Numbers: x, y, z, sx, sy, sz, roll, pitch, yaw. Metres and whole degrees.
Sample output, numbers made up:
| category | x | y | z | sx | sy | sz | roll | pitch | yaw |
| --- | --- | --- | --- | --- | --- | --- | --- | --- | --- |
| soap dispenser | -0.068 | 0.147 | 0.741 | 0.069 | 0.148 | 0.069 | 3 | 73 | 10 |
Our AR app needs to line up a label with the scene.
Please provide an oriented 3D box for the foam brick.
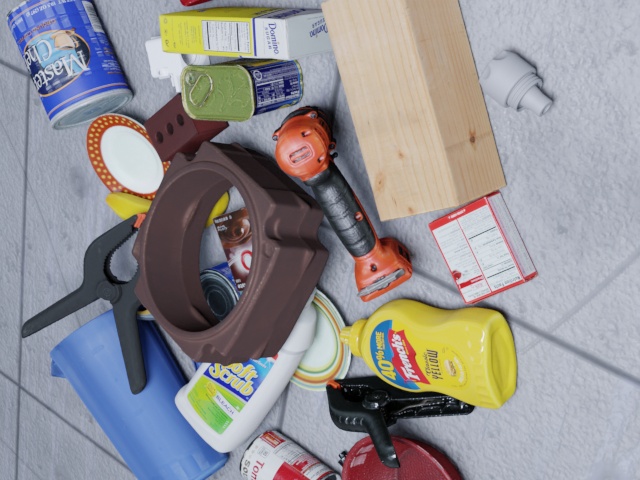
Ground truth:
| category | x | y | z | sx | sy | sz | roll | pitch | yaw |
| --- | --- | --- | --- | --- | --- | --- | --- | --- | --- |
| foam brick | -0.152 | -0.130 | 1.205 | 0.078 | 0.051 | 0.053 | -32 | 83 | 43 |

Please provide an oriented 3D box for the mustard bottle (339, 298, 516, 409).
| category | x | y | z | sx | sy | sz | roll | pitch | yaw |
| --- | --- | --- | --- | --- | --- | --- | --- | --- | --- |
| mustard bottle | 0.099 | 0.107 | 1.066 | 0.192 | 0.058 | 0.096 | 6 | 120 | 40 |

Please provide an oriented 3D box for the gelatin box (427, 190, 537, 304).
| category | x | y | z | sx | sy | sz | roll | pitch | yaw |
| --- | --- | --- | --- | --- | --- | --- | --- | --- | --- |
| gelatin box | 0.153 | 0.008 | 1.004 | 0.073 | 0.030 | 0.089 | -28 | 86 | 42 |

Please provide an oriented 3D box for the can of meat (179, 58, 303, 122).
| category | x | y | z | sx | sy | sz | roll | pitch | yaw |
| --- | --- | --- | --- | --- | --- | --- | --- | --- | --- |
| can of meat | -0.081 | -0.160 | 1.110 | 0.102 | 0.083 | 0.057 | 8 | 110 | 39 |

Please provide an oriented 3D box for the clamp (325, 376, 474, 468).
| category | x | y | z | sx | sy | sz | roll | pitch | yaw |
| --- | --- | --- | --- | --- | --- | --- | --- | --- | --- |
| clamp | 0.059 | 0.180 | 1.092 | 0.172 | 0.120 | 0.039 | 2 | 112 | 45 |

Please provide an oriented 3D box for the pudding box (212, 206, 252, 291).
| category | x | y | z | sx | sy | sz | roll | pitch | yaw |
| --- | --- | --- | --- | --- | --- | --- | --- | --- | --- |
| pudding box | -0.058 | 0.001 | 1.178 | 0.114 | 0.039 | 0.090 | -16 | 94 | 43 |

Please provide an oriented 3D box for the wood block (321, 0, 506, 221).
| category | x | y | z | sx | sy | sz | roll | pitch | yaw |
| --- | --- | --- | --- | --- | --- | --- | --- | --- | --- |
| wood block | 0.086 | -0.132 | 0.970 | 0.090 | 0.090 | 0.206 | -11 | 98 | 42 |

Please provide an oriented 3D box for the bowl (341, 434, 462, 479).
| category | x | y | z | sx | sy | sz | roll | pitch | yaw |
| --- | --- | --- | --- | --- | --- | --- | --- | --- | --- |
| bowl | 0.100 | 0.270 | 1.125 | 0.162 | 0.055 | 0.162 | 16 | 115 | 37 |

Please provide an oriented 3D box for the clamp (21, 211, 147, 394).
| category | x | y | z | sx | sy | sz | roll | pitch | yaw |
| --- | --- | --- | --- | --- | --- | --- | --- | --- | --- |
| clamp | -0.238 | 0.068 | 1.256 | 0.164 | 0.036 | 0.210 | 32 | 99 | 4 |

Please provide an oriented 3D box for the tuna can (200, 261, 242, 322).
| category | x | y | z | sx | sy | sz | roll | pitch | yaw |
| --- | --- | --- | --- | --- | --- | --- | --- | --- | --- |
| tuna can | -0.112 | 0.070 | 1.253 | 0.086 | 0.033 | 0.086 | 15 | 115 | 37 |

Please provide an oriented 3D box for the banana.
| category | x | y | z | sx | sy | sz | roll | pitch | yaw |
| --- | --- | --- | --- | --- | --- | --- | --- | --- | --- |
| banana | -0.174 | -0.040 | 1.261 | 0.198 | 0.037 | 0.069 | -11 | 95 | 36 |

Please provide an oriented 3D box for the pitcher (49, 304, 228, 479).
| category | x | y | z | sx | sy | sz | roll | pitch | yaw |
| --- | --- | --- | --- | --- | --- | --- | --- | --- | --- |
| pitcher | -0.213 | 0.198 | 1.335 | 0.243 | 0.144 | 0.149 | 56 | 144 | 6 |

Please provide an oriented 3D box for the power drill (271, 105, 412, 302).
| category | x | y | z | sx | sy | sz | roll | pitch | yaw |
| --- | --- | --- | --- | --- | --- | --- | --- | --- | --- |
| power drill | 0.019 | -0.043 | 1.038 | 0.057 | 0.184 | 0.187 | -31 | 102 | 12 |

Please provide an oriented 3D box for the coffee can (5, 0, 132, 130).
| category | x | y | z | sx | sy | sz | roll | pitch | yaw |
| --- | --- | --- | --- | --- | --- | --- | --- | --- | --- |
| coffee can | -0.297 | -0.215 | 1.266 | 0.103 | 0.102 | 0.140 | -25 | 88 | 43 |

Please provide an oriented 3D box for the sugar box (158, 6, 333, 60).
| category | x | y | z | sx | sy | sz | roll | pitch | yaw |
| --- | --- | --- | --- | --- | --- | --- | --- | --- | --- |
| sugar box | -0.070 | -0.211 | 1.077 | 0.177 | 0.093 | 0.048 | 8 | 110 | 38 |

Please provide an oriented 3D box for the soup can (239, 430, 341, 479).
| category | x | y | z | sx | sy | sz | roll | pitch | yaw |
| --- | --- | --- | --- | --- | --- | --- | --- | --- | --- |
| soup can | -0.036 | 0.273 | 1.237 | 0.102 | 0.068 | 0.068 | 29 | 122 | 31 |

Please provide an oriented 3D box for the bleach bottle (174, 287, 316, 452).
| category | x | y | z | sx | sy | sz | roll | pitch | yaw |
| --- | --- | --- | --- | --- | --- | --- | --- | --- | --- |
| bleach bottle | -0.075 | 0.127 | 1.195 | 0.103 | 0.067 | 0.251 | 46 | 129 | 19 |
